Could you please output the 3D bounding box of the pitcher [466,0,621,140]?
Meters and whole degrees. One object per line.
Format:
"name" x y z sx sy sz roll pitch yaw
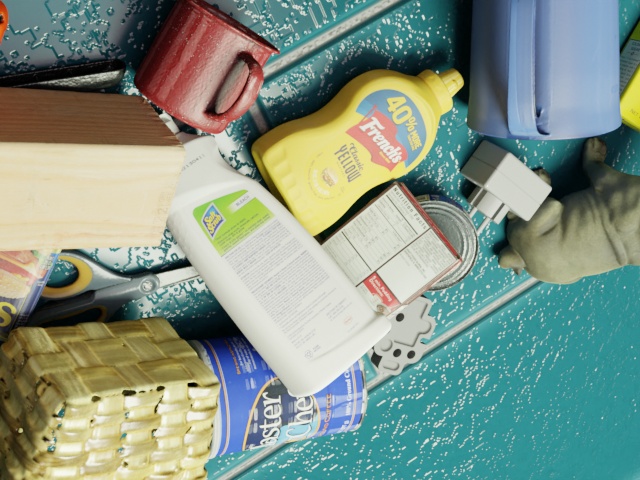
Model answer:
"pitcher" 0.185 -0.207 0.889 0.144 0.149 0.243 -11 111 -20

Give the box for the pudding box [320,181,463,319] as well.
"pudding box" 0.054 0.016 0.937 0.113 0.039 0.090 -39 80 9

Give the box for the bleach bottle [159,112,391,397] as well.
"bleach bottle" -0.056 0.001 0.869 0.102 0.068 0.251 -38 94 -25

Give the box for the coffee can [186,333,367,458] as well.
"coffee can" -0.043 0.129 0.941 0.140 0.103 0.103 -7 112 -22

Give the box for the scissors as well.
"scissors" -0.161 0.024 0.898 0.201 0.016 0.096 -28 119 -12

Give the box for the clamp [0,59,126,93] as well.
"clamp" -0.257 -0.109 0.791 0.210 0.036 0.164 -50 127 4

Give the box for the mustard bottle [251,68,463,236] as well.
"mustard bottle" 0.041 -0.091 0.918 0.191 0.058 0.096 -34 120 -9

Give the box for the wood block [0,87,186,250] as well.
"wood block" -0.215 -0.052 0.770 0.205 0.091 0.090 -1 125 -35

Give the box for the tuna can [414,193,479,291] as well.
"tuna can" 0.101 0.001 0.975 0.086 0.033 0.086 1 106 4

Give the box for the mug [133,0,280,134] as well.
"mug" -0.084 -0.130 0.817 0.093 0.117 0.081 20 106 -48

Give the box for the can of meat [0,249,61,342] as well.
"can of meat" -0.260 0.020 0.823 0.102 0.057 0.084 25 96 -17
